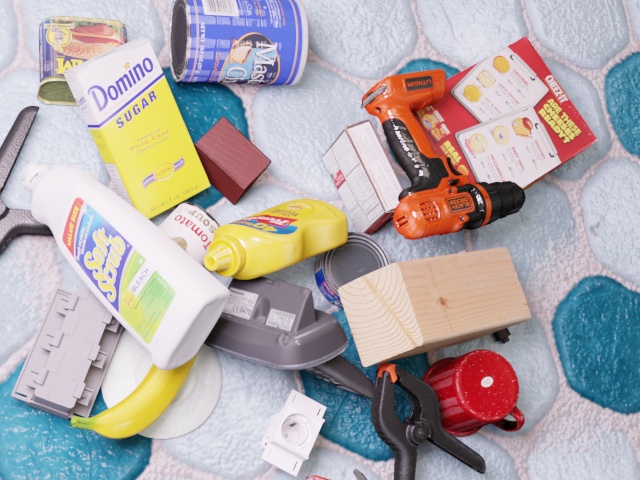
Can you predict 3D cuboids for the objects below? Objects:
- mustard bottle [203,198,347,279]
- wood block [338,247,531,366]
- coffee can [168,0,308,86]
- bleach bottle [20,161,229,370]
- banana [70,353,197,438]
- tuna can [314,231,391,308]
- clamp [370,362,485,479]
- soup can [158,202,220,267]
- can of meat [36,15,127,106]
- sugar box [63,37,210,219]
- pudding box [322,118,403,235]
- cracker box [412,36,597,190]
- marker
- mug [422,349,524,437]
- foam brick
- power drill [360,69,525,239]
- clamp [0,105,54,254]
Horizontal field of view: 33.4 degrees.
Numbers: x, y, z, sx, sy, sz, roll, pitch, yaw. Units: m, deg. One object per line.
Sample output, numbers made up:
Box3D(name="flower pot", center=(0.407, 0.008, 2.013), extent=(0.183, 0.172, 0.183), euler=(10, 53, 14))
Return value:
Box3D(name="mustard bottle", center=(-0.057, 0.001, 1.129), extent=(0.191, 0.096, 0.058), euler=(-23, 119, -54))
Box3D(name="wood block", center=(0.130, 0.069, 1.173), extent=(0.205, 0.090, 0.091), euler=(-6, 74, -47))
Box3D(name="coffee can", center=(-0.096, -0.231, 1.227), extent=(0.140, 0.103, 0.103), euler=(-1, 73, -20))
Box3D(name="bleach bottle", center=(-0.210, 0.012, 1.067), extent=(0.251, 0.103, 0.068), euler=(39, 22, 17))
Box3D(name="banana", center=(-0.166, 0.131, 1.085), extent=(0.197, 0.037, 0.069), euler=(-53, 128, -28))
Box3D(name="tuna can", center=(0.037, 0.035, 1.225), extent=(0.086, 0.034, 0.086), euler=(6, 71, -18))
Box3D(name="clamp", center=(0.096, 0.216, 1.151), extent=(0.120, 0.039, 0.171), euler=(-37, 100, -25))
Box3D(name="soup can", center=(-0.158, 0.016, 1.144), extent=(0.068, 0.069, 0.102), euler=(43, 63, -2))
Box3D(name="can of meat", center=(-0.262, -0.198, 1.184), extent=(0.102, 0.058, 0.084), euler=(1, 70, -20))
Box3D(name="sugar box", center=(-0.195, -0.119, 1.149), extent=(0.093, 0.048, 0.176), euler=(-31, 113, -25))
Box3D(name="pudding box", center=(0.051, -0.071, 1.234), extent=(0.039, 0.090, 0.113), euler=(-23, 81, -24))
Box3D(name="cracker box", center=(0.212, -0.133, 1.322), extent=(0.213, 0.072, 0.164), euler=(-31, 85, -26))
Box3D(name="marker", center=(0.194, 0.068, 1.278), extent=(0.020, 0.020, 0.121), euler=(-24, 82, -25))
Box3D(name="mug", center=(0.179, 0.177, 1.202), extent=(0.117, 0.082, 0.093), euler=(39, 64, -4))
Box3D(name="foam brick", center=(-0.104, -0.090, 1.206), extent=(0.078, 0.053, 0.051), euler=(44, 64, -2))
Box3D(name="power drill", center=(0.137, -0.098, 1.203), extent=(0.184, 0.057, 0.188), euler=(-12, 75, -37))
Box3D(name="clamp", center=(-0.343, -0.043, 1.114), extent=(0.209, 0.036, 0.164), euler=(-24, 82, -24))
